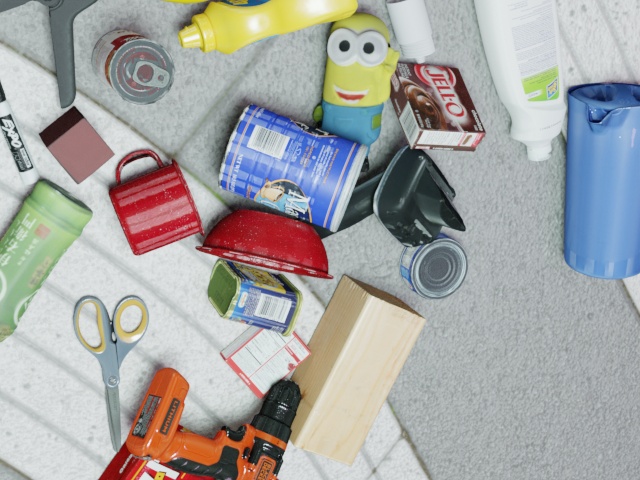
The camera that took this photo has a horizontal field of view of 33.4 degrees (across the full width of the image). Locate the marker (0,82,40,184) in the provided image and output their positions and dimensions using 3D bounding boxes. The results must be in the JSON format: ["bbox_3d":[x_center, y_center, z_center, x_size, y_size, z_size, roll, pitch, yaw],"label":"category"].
[{"bbox_3d":[-0.328,-0.117,1.131,0.020,0.020,0.121,-23,114,-15],"label":"marker"}]

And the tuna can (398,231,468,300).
[{"bbox_3d":[0.146,0.032,1.369,0.086,0.034,0.086,-7,109,-21],"label":"tuna can"}]

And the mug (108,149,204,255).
[{"bbox_3d":[-0.188,-0.044,1.182,0.081,0.093,0.117,-22,83,-10],"label":"mug"}]

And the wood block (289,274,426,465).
[{"bbox_3d":[0.034,0.160,1.331,0.090,0.091,0.206,24,96,-26],"label":"wood block"}]

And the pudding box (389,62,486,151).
[{"bbox_3d":[0.135,-0.158,1.263,0.089,0.113,0.039,0,145,-22],"label":"pudding box"}]

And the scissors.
[{"bbox_3d":[-0.230,0.149,1.259,0.096,0.016,0.202,-23,114,-15],"label":"scissors"}]

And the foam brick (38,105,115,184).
[{"bbox_3d":[-0.259,-0.102,1.132,0.051,0.078,0.053,-39,117,-6],"label":"foam brick"}]

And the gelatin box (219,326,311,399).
[{"bbox_3d":[-0.067,0.139,1.316,0.089,0.030,0.073,-41,116,-6],"label":"gelatin box"}]

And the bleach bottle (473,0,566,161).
[{"bbox_3d":[0.249,-0.216,1.319,0.102,0.068,0.251,-20,115,-16],"label":"bleach bottle"}]

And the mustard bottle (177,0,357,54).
[{"bbox_3d":[-0.063,-0.245,1.159,0.191,0.096,0.058,-21,113,-15],"label":"mustard bottle"}]

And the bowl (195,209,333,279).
[{"bbox_3d":[-0.058,0.001,1.212,0.161,0.162,0.055,15,85,-26],"label":"bowl"}]

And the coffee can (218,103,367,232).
[{"bbox_3d":[-0.030,-0.081,1.189,0.140,0.102,0.103,21,99,3],"label":"coffee can"}]

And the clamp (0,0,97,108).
[{"bbox_3d":[-0.287,-0.252,1.078,0.164,0.036,0.210,22,111,-26],"label":"clamp"}]

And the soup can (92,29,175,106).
[{"bbox_3d":[-0.197,-0.183,1.118,0.068,0.102,0.068,-7,109,-21],"label":"soup can"}]

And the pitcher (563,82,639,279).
[{"bbox_3d":[0.386,-0.081,1.390,0.149,0.145,0.243,-4,112,-9],"label":"pitcher"}]

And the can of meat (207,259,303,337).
[{"bbox_3d":[-0.079,0.066,1.248,0.083,0.102,0.057,17,100,-24],"label":"can of meat"}]

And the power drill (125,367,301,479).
[{"bbox_3d":[-0.119,0.220,1.247,0.187,0.057,0.184,33,69,-28],"label":"power drill"}]
